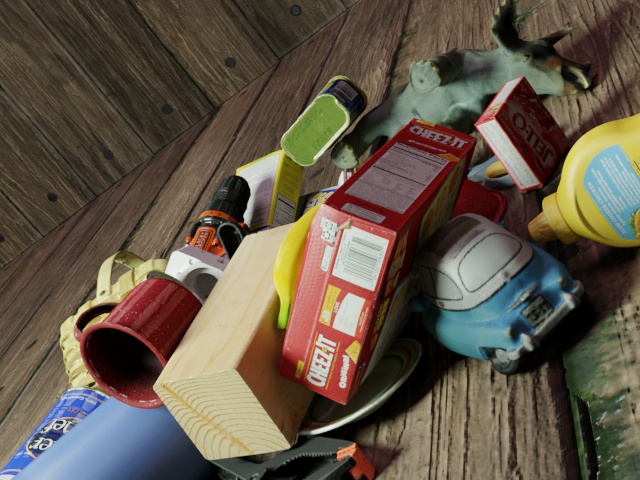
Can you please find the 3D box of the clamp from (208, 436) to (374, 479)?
[{"bbox_3d":[-0.045,0.199,0.855,0.210,0.036,0.164,-29,17,25],"label":"clamp"}]

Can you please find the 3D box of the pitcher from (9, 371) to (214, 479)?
[{"bbox_3d":[-0.169,0.204,0.988,0.242,0.145,0.149,-43,28,-25],"label":"pitcher"}]

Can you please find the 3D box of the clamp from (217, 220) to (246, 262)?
[{"bbox_3d":[-0.063,0.075,1.043,0.039,0.171,0.120,-6,50,29],"label":"clamp"}]

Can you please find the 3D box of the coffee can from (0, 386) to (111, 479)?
[{"bbox_3d":[-0.270,0.240,1.135,0.103,0.102,0.140,-27,20,38],"label":"coffee can"}]

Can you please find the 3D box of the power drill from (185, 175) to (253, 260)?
[{"bbox_3d":[-0.058,0.001,1.201,0.188,0.057,0.184,3,52,21],"label":"power drill"}]

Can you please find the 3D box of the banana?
[{"bbox_3d":[0.003,0.000,0.925,0.197,0.037,0.070,-46,-29,-52],"label":"banana"}]

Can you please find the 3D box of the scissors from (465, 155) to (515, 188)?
[{"bbox_3d":[0.182,-0.084,1.164,0.096,0.016,0.202,-44,17,-16],"label":"scissors"}]

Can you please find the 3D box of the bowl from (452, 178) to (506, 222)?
[{"bbox_3d":[0.106,-0.017,1.079,0.162,0.055,0.162,-36,16,12],"label":"bowl"}]

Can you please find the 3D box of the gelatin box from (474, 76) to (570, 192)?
[{"bbox_3d":[0.199,-0.104,1.043,0.030,0.089,0.073,-18,26,50],"label":"gelatin box"}]

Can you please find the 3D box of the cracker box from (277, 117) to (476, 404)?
[{"bbox_3d":[0.050,0.009,0.889,0.213,0.072,0.164,-46,-26,-56],"label":"cracker box"}]

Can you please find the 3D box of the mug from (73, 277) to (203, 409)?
[{"bbox_3d":[-0.160,0.084,0.940,0.117,0.093,0.081,13,38,20],"label":"mug"}]

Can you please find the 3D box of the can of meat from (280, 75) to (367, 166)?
[{"bbox_3d":[0.004,-0.145,1.309,0.102,0.057,0.083,-47,3,26],"label":"can of meat"}]

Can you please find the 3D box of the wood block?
[{"bbox_3d":[-0.048,0.081,0.929,0.090,0.090,0.205,-15,29,31],"label":"wood block"}]

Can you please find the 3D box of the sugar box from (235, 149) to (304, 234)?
[{"bbox_3d":[-0.075,-0.019,1.306,0.094,0.048,0.176,-20,52,43],"label":"sugar box"}]
